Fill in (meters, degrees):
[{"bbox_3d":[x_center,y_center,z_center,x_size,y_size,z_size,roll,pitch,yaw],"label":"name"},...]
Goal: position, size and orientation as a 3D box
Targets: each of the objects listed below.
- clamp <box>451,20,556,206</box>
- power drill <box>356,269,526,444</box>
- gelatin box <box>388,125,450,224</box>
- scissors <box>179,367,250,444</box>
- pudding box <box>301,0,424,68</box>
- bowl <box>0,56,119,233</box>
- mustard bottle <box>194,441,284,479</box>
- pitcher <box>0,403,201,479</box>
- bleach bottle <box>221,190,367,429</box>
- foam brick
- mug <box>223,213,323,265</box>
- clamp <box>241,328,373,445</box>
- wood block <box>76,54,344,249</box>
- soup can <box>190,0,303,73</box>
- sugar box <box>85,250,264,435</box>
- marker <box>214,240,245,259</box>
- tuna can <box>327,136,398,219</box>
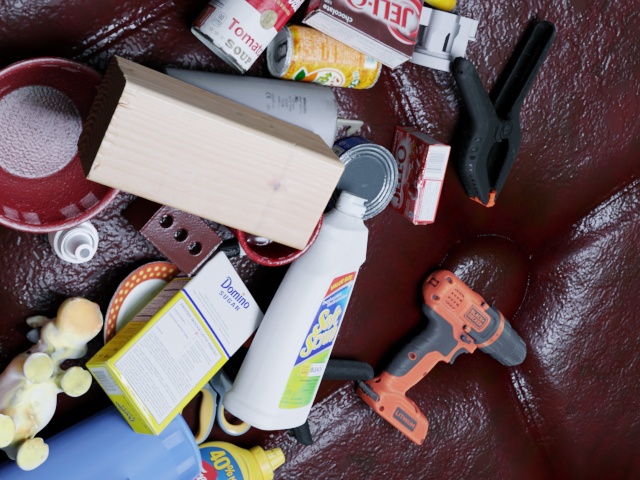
[{"bbox_3d":[0.185,-0.129,1.169,0.164,0.036,0.210,-20,130,-41],"label":"clamp"},{"bbox_3d":[0.146,0.148,1.278,0.184,0.057,0.187,40,86,-31],"label":"power drill"},{"bbox_3d":[0.100,-0.071,1.148,0.030,0.073,0.089,1,111,-28],"label":"gelatin box"},{"bbox_3d":[-0.101,0.133,1.157,0.096,0.016,0.202,14,103,-21],"label":"scissors"},{"bbox_3d":[0.045,-0.232,1.039,0.113,0.039,0.090,21,67,-23],"label":"pudding box"},{"bbox_3d":[-0.251,-0.091,0.961,0.161,0.055,0.162,-11,115,-24],"label":"bowl"},{"bbox_3d":[-0.127,0.273,1.162,0.191,0.096,0.058,-22,150,-20],"label":"mustard bottle"},{"bbox_3d":[-0.238,0.253,1.053,0.242,0.149,0.145,-30,162,-24],"label":"pitcher"},{"bbox_3d":[-0.014,0.068,1.105,0.102,0.068,0.251,9,104,-59],"label":"bleach bottle"},{"bbox_3d":[-0.146,-0.013,1.054,0.053,0.051,0.078,-47,124,-4],"label":"foam brick"},{"bbox_3d":[-0.062,-0.040,1.069,0.093,0.082,0.117,-40,124,-8],"label":"mug"},{"bbox_3d":[-0.019,0.145,1.198,0.120,0.039,0.171,-44,124,-8],"label":"clamp"},{"bbox_3d":[-0.097,-0.075,0.935,0.205,0.090,0.091,19,107,-25],"label":"wood block"},{"bbox_3d":[-0.065,-0.216,1.000,0.068,0.069,0.102,39,90,-35],"label":"soup can"},{"bbox_3d":[-0.140,0.099,1.061,0.176,0.048,0.093,-47,117,-37],"label":"sugar box"},{"bbox_3d":[-0.057,0.001,1.127,0.121,0.020,0.020,-13,116,-23],"label":"marker"},{"bbox_3d":[0.038,-0.067,1.140,0.086,0.034,0.086,-11,116,-24],"label":"tuna can"}]
